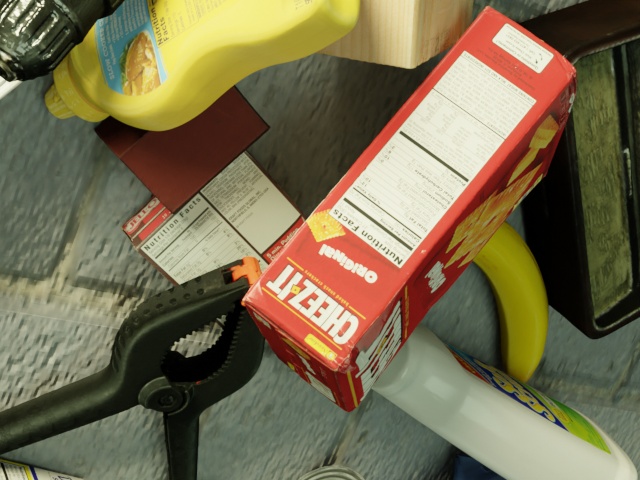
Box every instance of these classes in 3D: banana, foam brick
[{"bbox_3d":[0.128,0.032,0.783,0.070,0.037,0.197,-29,125,15],"label":"banana"},{"bbox_3d":[-0.080,-0.064,0.616,0.078,0.053,0.051,-42,125,-3],"label":"foam brick"}]

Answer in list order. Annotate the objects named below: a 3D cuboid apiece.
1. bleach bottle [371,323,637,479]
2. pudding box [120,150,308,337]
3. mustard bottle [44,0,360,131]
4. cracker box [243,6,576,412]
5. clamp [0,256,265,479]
[{"bbox_3d":[0.112,0.120,0.765,0.250,0.103,0.068,32,102,-28],"label":"bleach bottle"},{"bbox_3d":[-0.054,0.001,0.670,0.090,0.039,0.113,-42,123,0],"label":"pudding box"},{"bbox_3d":[-0.073,-0.110,0.551,0.192,0.096,0.058,-24,156,29],"label":"mustard bottle"},{"bbox_3d":[0.057,-0.008,0.633,0.213,0.072,0.164,-51,166,-10],"label":"cracker box"},{"bbox_3d":[-0.109,0.088,0.662,0.164,0.036,0.210,17,122,-31],"label":"clamp"}]
